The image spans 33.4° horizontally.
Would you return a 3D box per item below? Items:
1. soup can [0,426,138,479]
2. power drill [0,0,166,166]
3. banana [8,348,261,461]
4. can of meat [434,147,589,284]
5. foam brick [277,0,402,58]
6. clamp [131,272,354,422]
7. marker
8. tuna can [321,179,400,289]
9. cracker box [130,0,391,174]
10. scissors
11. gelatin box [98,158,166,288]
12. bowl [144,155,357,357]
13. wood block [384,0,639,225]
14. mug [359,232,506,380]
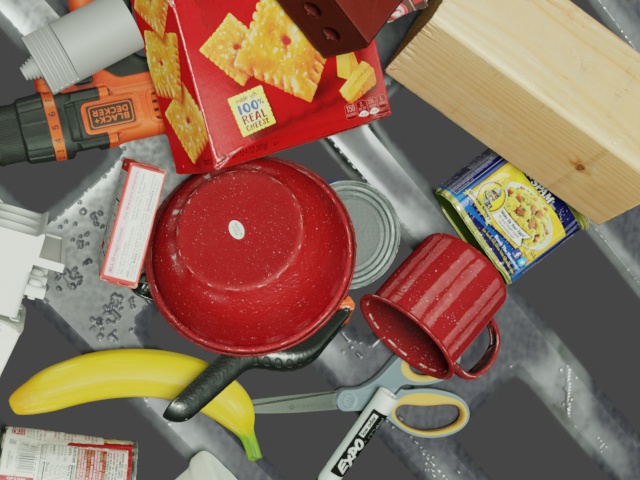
[{"bbox_3d":[-0.193,0.178,0.801,0.102,0.068,0.068,10,94,-14],"label":"soup can"},{"bbox_3d":[-0.194,-0.152,0.769,0.184,0.057,0.187,-14,102,-15],"label":"power drill"},{"bbox_3d":[-0.133,0.116,0.817,0.197,0.037,0.069,14,70,-11],"label":"banana"},{"bbox_3d":[0.153,-0.026,0.865,0.084,0.057,0.102,-38,103,-5],"label":"can of meat"},{"bbox_3d":[0.008,-0.173,0.729,0.078,0.053,0.051,48,65,-25],"label":"foam brick"},{"bbox_3d":[-0.061,0.060,0.824,0.171,0.039,0.120,-17,72,-24],"label":"clamp"},{"bbox_3d":[0.022,0.172,0.865,0.020,0.020,0.121,32,100,-15],"label":"marker"},{"bbox_3d":[0.018,-0.006,0.847,0.086,0.034,0.086,-2,97,-13],"label":"tuna can"},{"bbox_3d":[-0.048,-0.170,0.767,0.163,0.072,0.214,-20,102,-33],"label":"cracker box"},{"bbox_3d":[0.033,0.112,0.873,0.201,0.016,0.096,13,93,-15],"label":"scissors"},{"bbox_3d":[-0.140,-0.014,0.788,0.030,0.073,0.089,14,93,-14],"label":"gelatin box"},{"bbox_3d":[-0.055,0.001,0.782,0.162,0.055,0.162,-2,70,4],"label":"bowl"},{"bbox_3d":[0.165,-0.114,0.792,0.206,0.091,0.090,35,65,-7],"label":"wood block"},{"bbox_3d":[0.099,0.057,0.841,0.117,0.093,0.081,48,70,-12],"label":"mug"}]
